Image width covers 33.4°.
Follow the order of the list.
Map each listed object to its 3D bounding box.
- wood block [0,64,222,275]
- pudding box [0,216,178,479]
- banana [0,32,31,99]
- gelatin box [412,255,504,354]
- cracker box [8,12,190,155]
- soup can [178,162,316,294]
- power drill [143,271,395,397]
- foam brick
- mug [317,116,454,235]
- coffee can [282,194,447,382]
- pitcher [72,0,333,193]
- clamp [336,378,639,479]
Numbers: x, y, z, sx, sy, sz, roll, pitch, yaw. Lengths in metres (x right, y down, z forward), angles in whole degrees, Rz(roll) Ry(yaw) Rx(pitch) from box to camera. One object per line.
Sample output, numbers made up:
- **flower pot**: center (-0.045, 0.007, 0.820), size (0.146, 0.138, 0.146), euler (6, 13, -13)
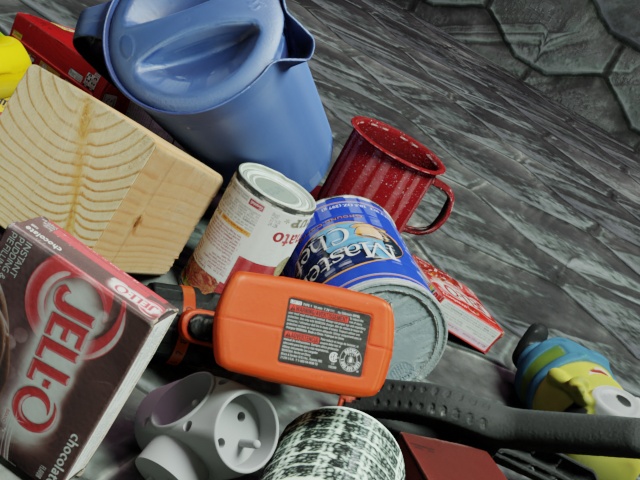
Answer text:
- **wood block**: center (-0.140, -0.037, 0.705), size (0.090, 0.091, 0.206), euler (32, 0, 6)
- **pudding box**: center (-0.138, 0.058, 0.545), size (0.090, 0.114, 0.039), euler (34, 17, 9)
- **banana**: center (-0.237, -0.108, 0.670), size (0.070, 0.037, 0.197), euler (16, 16, 14)
- **gelatin box**: center (0.121, 0.059, 0.992), size (0.089, 0.030, 0.073), euler (30, 16, -32)
- **cracker box**: center (-0.163, -0.134, 0.990), size (0.213, 0.072, 0.164), euler (7, 22, -47)
- **soup can**: center (-0.055, 0.001, 0.806), size (0.068, 0.102, 0.068), euler (26, 20, -11)
- **power drill**: center (-0.054, 0.052, 0.638), size (0.184, 0.057, 0.188), euler (11, -7, -22)
- **foam brick**: center (0.077, 0.163, 0.679), size (0.078, 0.051, 0.053), euler (18, 23, -30)
- **mug**: center (0.060, -0.045, 0.935), size (0.117, 0.082, 0.093), euler (26, 20, -10)
- **coffee can**: center (0.029, 0.041, 0.827), size (0.102, 0.103, 0.140), euler (21, 22, -22)
- **pitcher**: center (-0.075, -0.115, 0.838), size (0.149, 0.145, 0.242), euler (54, -1, 21)
- **clamp**: center (0.117, 0.128, 0.725), size (0.210, 0.165, 0.036), euler (16, 65, -1)
